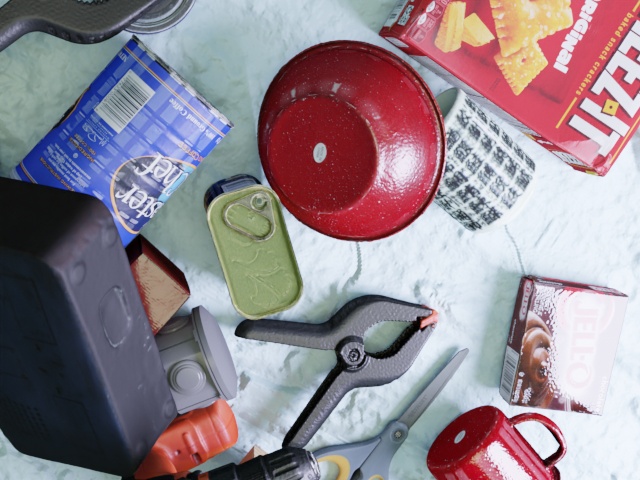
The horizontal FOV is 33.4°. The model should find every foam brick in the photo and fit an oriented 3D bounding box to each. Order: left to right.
[{"bbox_3d":[-0.140,0.036,0.842,0.053,0.078,0.051,44,90,-15],"label":"foam brick"}]

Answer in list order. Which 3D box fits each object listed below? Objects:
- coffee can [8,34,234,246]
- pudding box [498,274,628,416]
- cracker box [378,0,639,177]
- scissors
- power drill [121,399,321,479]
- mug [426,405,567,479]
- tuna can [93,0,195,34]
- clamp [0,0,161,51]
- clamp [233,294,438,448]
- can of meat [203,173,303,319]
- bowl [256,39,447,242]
[{"bbox_3d":[-0.149,-0.069,0.805,0.102,0.103,0.140,42,92,-15],"label":"coffee can"},{"bbox_3d":[0.211,0.091,0.932,0.090,0.039,0.113,8,101,-12],"label":"pudding box"},{"bbox_3d":[0.181,-0.175,0.854,0.213,0.072,0.164,31,96,-15],"label":"cracker box"},{"bbox_3d":[0.046,0.167,0.933,0.096,0.016,0.202,23,97,-13],"label":"scissors"},{"bbox_3d":[-0.096,0.180,0.823,0.184,0.188,0.057,-22,103,-3],"label":"power drill"},{"bbox_3d":[0.155,0.190,0.916,0.117,0.093,0.081,-37,101,17],"label":"mug"},{"bbox_3d":[-0.135,-0.200,0.815,0.086,0.034,0.086,-2,102,-9],"label":"tuna can"},{"bbox_3d":[-0.204,-0.177,0.765,0.209,0.036,0.164,2,92,-13],"label":"clamp"},{"bbox_3d":[0.021,0.105,0.904,0.171,0.039,0.120,-14,105,-7],"label":"clamp"},{"bbox_3d":[-0.056,0.001,0.845,0.057,0.084,0.102,-17,104,-6],"label":"can of meat"},{"bbox_3d":[0.012,-0.070,0.816,0.162,0.055,0.162,7,107,23],"label":"bowl"}]
